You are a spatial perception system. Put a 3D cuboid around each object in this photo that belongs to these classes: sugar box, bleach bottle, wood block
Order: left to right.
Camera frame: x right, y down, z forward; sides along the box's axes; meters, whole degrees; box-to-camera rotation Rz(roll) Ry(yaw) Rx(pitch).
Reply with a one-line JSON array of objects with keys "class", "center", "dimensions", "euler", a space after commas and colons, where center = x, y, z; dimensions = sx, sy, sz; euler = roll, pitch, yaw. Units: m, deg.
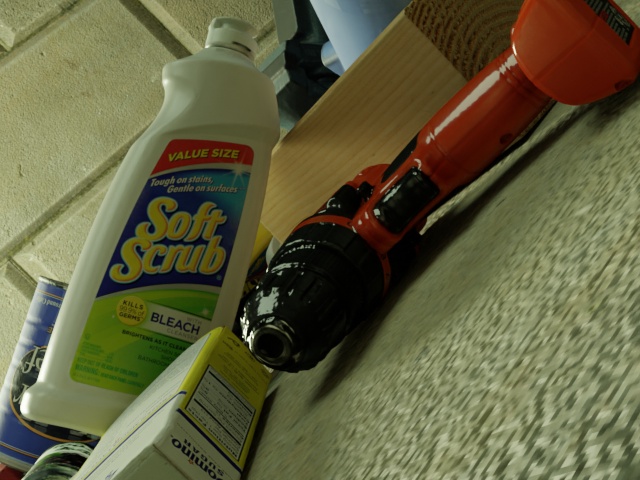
[{"class": "sugar box", "center": [-0.073, 0.101, 0.465], "dimensions": [0.093, 0.048, 0.176], "euler": [-44, 7, 9]}, {"class": "bleach bottle", "center": [-0.087, -0.011, 0.613], "dimensions": [0.068, 0.102, 0.251], "euler": [152, 133, -74]}, {"class": "wood block", "center": [0.045, -0.066, 0.640], "dimensions": [0.090, 0.091, 0.206], "euler": [-47, 4, -38]}]

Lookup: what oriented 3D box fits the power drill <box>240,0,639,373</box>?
[{"class": "power drill", "center": [0.052, -0.033, 0.467], "dimensions": [0.188, 0.057, 0.184], "euler": [-43, 4, 28]}]

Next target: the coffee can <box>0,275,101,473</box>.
[{"class": "coffee can", "center": [-0.193, 0.109, 0.835], "dimensions": [0.103, 0.102, 0.140], "euler": [159, 129, -81]}]
